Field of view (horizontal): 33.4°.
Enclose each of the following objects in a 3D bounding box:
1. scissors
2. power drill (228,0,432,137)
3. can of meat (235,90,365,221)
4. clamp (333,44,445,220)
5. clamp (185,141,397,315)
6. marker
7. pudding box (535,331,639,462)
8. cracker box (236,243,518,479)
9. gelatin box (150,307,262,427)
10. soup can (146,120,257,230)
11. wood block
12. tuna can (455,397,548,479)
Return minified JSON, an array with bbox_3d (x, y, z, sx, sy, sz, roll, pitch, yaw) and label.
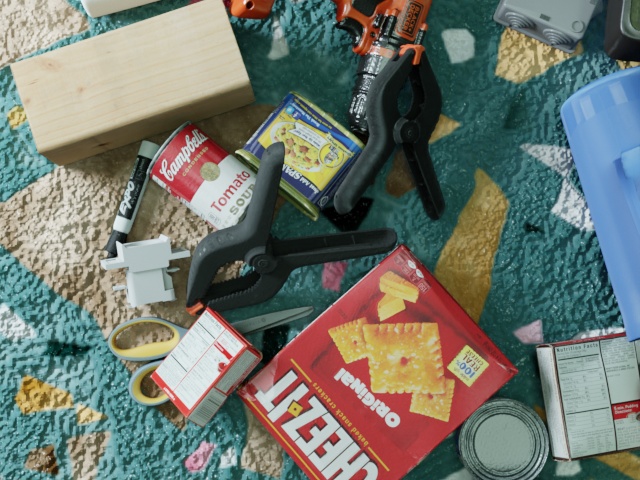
[{"bbox_3d":[-0.106,0.113,1.041,0.201,0.016,0.096,0,87,0],"label":"scissors"},{"bbox_3d":[0.011,-0.212,1.019,0.187,0.057,0.184,21,85,-23],"label":"power drill"},{"bbox_3d":[-0.017,-0.083,1.036,0.102,0.057,0.084,39,84,2],"label":"can of meat"},{"bbox_3d":[0.067,-0.098,1.010,0.120,0.039,0.171,-9,103,-33],"label":"clamp"},{"bbox_3d":[-0.056,0.001,0.991,0.210,0.036,0.164,-29,128,22],"label":"clamp"},{"bbox_3d":[-0.186,-0.039,1.051,0.020,0.020,0.121,19,86,1],"label":"marker"},{"bbox_3d":[0.260,0.149,1.018,0.090,0.039,0.113,-6,83,-15],"label":"pudding box"},{"bbox_3d":[0.052,0.132,1.012,0.213,0.072,0.164,-41,86,-2],"label":"cracker box"},{"bbox_3d":[-0.107,0.118,0.998,0.089,0.030,0.073,-50,46,-3],"label":"gelatin box"},{"bbox_3d":[-0.107,-0.057,1.028,0.102,0.068,0.068,39,86,2],"label":"soup can"},{"bbox_3d":[-0.175,-0.150,1.024,0.206,0.091,0.090,-19,86,-2],"label":"wood block"},{"bbox_3d":[0.173,0.194,1.026,0.086,0.034,0.086,0,86,0],"label":"tuna can"}]
